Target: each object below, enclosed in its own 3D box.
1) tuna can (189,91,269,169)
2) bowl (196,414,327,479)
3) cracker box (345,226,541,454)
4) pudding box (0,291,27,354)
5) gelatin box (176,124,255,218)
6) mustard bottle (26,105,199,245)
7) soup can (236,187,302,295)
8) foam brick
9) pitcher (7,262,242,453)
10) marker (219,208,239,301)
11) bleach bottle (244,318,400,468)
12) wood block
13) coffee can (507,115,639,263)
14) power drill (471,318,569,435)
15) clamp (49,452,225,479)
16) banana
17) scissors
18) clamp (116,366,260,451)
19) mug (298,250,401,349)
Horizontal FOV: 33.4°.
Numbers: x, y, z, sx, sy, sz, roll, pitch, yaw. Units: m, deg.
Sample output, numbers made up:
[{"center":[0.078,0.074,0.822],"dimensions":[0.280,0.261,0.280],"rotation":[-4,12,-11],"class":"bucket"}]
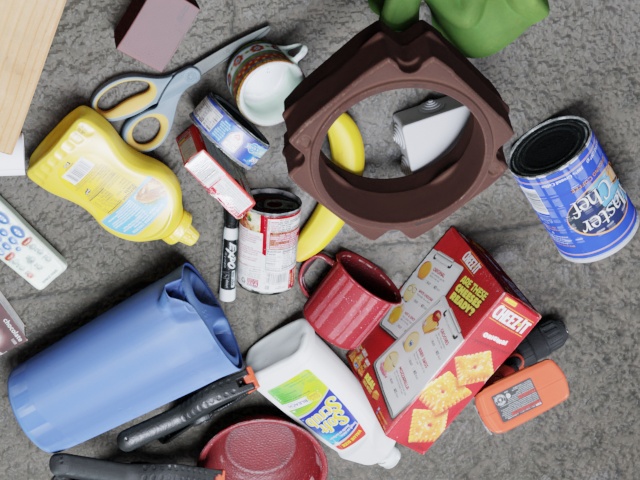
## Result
[{"center":[-0.094,-0.115,1.109],"dimensions":[0.086,0.086,0.034],"rotation":[39,99,-28],"class":"tuna can"},{"center":[-0.073,0.271,1.323],"dimensions":[0.162,0.055,0.162],"rotation":[-2,119,-4],"class":"bowl"},{"center":[0.138,0.115,1.244],"dimensions":[0.072,0.164,0.214],"rotation":[31,105,-28],"class":"cracker box"},{"center":[-0.387,0.082,1.158],"dimensions":[0.090,0.039,0.113],"rotation":[-29,120,0],"class":"pudding box"},{"center":[-0.111,-0.073,1.133],"dimensions":[0.030,0.073,0.089],"rotation":[-39,120,8],"class":"gelatin box"},{"center":[-0.205,-0.053,1.126],"dimensions":[0.096,0.058,0.191],"rotation":[-41,120,20],"class":"mustard bottle"},{"center":[-0.058,0.001,1.189],"dimensions":[0.068,0.068,0.102],"rotation":[-2,117,-14],"class":"soup can"},{"center":[-0.163,-0.217,1.058],"dimensions":[0.053,0.051,0.078],"rotation":[28,107,-27],"class":"foam brick"},{"center":[-0.214,0.142,1.193],"dimensions":[0.243,0.145,0.149],"rotation":[-28,102,4],"class":"pitcher"},{"center":[-0.103,0.013,1.210],"dimensions":[0.020,0.020,0.121],"rotation":[-1,117,-14],"class":"marker"},{"center":[0.022,0.202,1.310],"dimensions":[0.103,0.068,0.250],"rotation":[-30,124,24],"class":"bleach bottle"},{"center":[-0.302,-0.199,1.007],"dimensions":[0.090,0.091,0.206],"rotation":[17,111,-22],"class":"wood block"},{"center":[0.292,-0.058,1.232],"dimensions":[0.103,0.103,0.140],"rotation":[-35,120,4],"class":"coffee can"},{"center":[0.235,0.159,1.283],"dimensions":[0.184,0.187,0.057],"rotation":[-29,96,0],"class":"power drill"},{"center":[-0.216,0.274,1.238],"dimensions":[0.210,0.036,0.165],"rotation":[2,159,-5],"class":"clamp"},{"center":[0.011,-0.065,1.194],"dimensions":[0.069,0.037,0.198],"rotation":[6,115,-2],"class":"banana"},{"center":[-0.138,-0.154,1.118],"dimensions":[0.201,0.016,0.096],"rotation":[-17,121,-6],"class":"scissors"},{"center":[-0.146,0.199,1.248],"dimensions":[0.171,0.120,0.039],"rotation":[-26,83,3],"class":"clamp"},{"center":[0.024,0.065,1.239],"dimensions":[0.117,0.093,0.082],"rotation":[39,109,4],"class":"mug"}]
